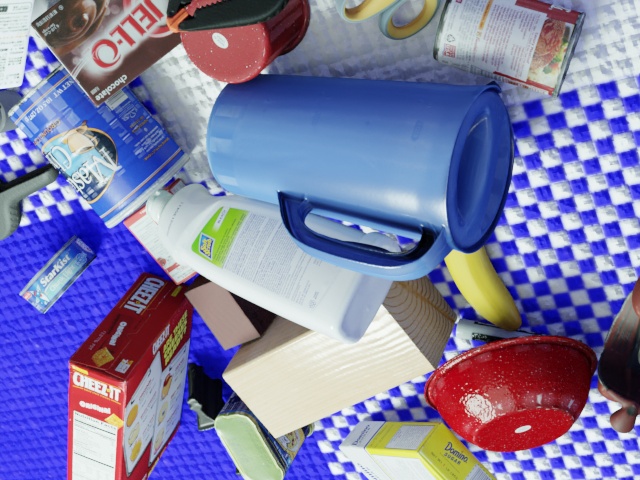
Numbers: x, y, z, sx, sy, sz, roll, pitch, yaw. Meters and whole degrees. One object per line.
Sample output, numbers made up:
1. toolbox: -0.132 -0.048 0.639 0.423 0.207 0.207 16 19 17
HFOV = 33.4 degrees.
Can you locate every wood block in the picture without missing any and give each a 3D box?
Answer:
1. wood block: 0.017 0.103 1.039 0.206 0.090 0.091 -30 106 34

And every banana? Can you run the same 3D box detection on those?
1. banana: 0.139 -0.001 0.952 0.070 0.037 0.198 4 122 23

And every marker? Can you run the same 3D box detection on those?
1. marker: 0.188 0.093 1.001 0.121 0.020 0.020 10 124 18

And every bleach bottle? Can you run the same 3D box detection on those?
1. bleach bottle: -0.056 0.001 0.966 0.251 0.102 0.068 24 173 31

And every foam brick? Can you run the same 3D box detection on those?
1. foam brick: -0.090 0.062 1.082 0.051 0.053 0.078 -22 109 33

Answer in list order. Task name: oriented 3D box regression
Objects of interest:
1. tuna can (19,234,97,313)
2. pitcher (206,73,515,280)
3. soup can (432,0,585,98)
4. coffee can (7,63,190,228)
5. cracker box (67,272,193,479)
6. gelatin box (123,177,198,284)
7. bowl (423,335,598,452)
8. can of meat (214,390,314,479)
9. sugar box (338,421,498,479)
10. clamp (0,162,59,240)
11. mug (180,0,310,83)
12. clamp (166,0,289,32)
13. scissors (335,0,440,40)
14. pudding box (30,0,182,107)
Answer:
1. tuna can: -0.276 0.036 1.126 0.033 0.086 0.086 43 127 -8
2. pitcher: 0.025 -0.066 0.880 0.243 0.149 0.145 11 109 29
3. soup can: 0.146 -0.158 0.831 0.102 0.068 0.068 19 126 12
4. coffee can: -0.206 -0.097 1.001 0.103 0.102 0.140 -33 104 35
5. cracker box: -0.203 0.166 1.127 0.072 0.164 0.214 17 126 10
6. gelatin box: -0.142 -0.008 1.075 0.073 0.030 0.089 -32 104 34
7. bowl: 0.178 0.148 0.968 0.162 0.055 0.162 -6 145 -4
8. can of meat: -0.060 0.197 1.135 0.058 0.083 0.102 -15 113 30
9. sugar box: 0.095 0.224 1.060 0.093 0.048 0.176 48 159 -11
10. clamp: -0.356 -0.060 1.129 0.120 0.039 0.172 41 127 -3
11. mug: -0.064 -0.193 0.891 0.093 0.081 0.117 21 126 10
12. clamp: -0.031 -0.228 0.826 0.164 0.036 0.210 41 91 -9
13. scissors: 0.106 -0.222 0.832 0.202 0.016 0.096 -29 146 12
14. pudding box: -0.177 -0.185 0.922 0.113 0.039 0.090 -37 105 2
